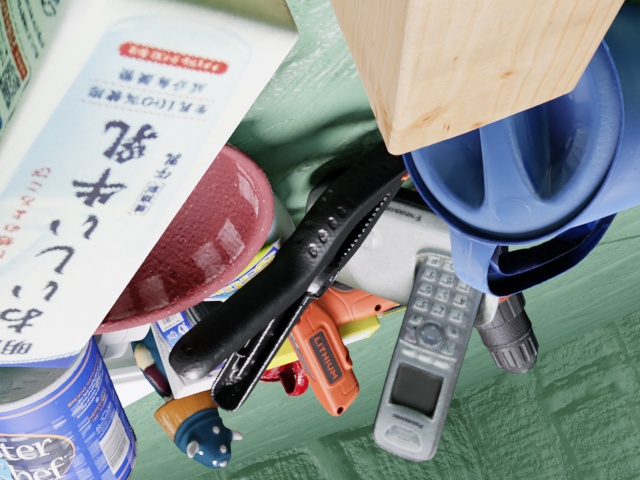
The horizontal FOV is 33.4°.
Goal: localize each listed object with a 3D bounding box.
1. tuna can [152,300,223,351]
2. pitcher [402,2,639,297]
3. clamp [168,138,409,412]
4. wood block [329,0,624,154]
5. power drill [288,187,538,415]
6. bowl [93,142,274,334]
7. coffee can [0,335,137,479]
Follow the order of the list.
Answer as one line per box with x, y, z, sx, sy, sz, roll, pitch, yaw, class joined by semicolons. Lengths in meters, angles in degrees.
-0.091;0.051;0.807;0.034;0.086;0.086;-30;164;27;tuna can
0.163;-0.067;0.622;0.242;0.145;0.149;-10;164;-47;pitcher
-0.013;0.018;0.657;0.210;0.036;0.164;-51;169;-3;clamp
0.055;-0.116;0.372;0.090;0.091;0.206;-20;166;-4;wood block
0.070;0.060;0.848;0.187;0.184;0.057;-30;-166;-11;power drill
-0.107;-0.019;0.528;0.162;0.055;0.162;-14;147;-9;bowl
-0.190;0.111;0.723;0.102;0.103;0.140;-18;136;-9;coffee can
